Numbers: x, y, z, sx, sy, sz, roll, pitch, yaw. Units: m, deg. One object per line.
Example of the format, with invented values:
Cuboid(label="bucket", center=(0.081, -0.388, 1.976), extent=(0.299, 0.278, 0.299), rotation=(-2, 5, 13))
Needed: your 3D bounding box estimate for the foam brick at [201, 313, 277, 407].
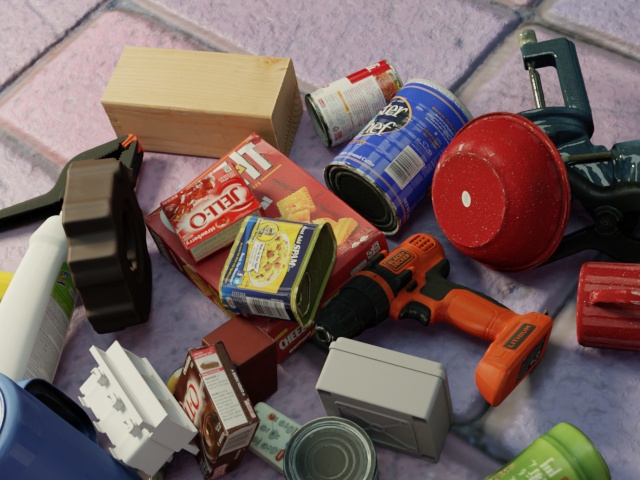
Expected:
Cuboid(label="foam brick", center=(-0.078, 0.120, 1.032), extent=(0.051, 0.078, 0.053), rotation=(-33, 54, -30))

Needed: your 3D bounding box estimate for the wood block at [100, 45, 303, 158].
Cuboid(label="wood block", center=(-0.135, -0.158, 1.239), extent=(0.206, 0.090, 0.090), rotation=(7, 57, 15))

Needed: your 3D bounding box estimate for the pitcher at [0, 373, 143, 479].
Cuboid(label="pitcher", center=(-0.249, 0.199, 0.915), extent=(0.149, 0.242, 0.145), rotation=(29, 69, 33))

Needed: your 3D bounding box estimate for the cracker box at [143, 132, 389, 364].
Cuboid(label="cracker box", center=(-0.057, 0.001, 1.122), extent=(0.164, 0.072, 0.214), rotation=(-40, 57, -16))

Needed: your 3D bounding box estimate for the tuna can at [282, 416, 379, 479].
Cuboid(label="tuna can", center=(0.009, 0.202, 0.955), extent=(0.086, 0.034, 0.086), rotation=(-3, 58, 4))

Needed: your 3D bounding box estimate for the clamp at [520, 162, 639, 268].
Cuboid(label="clamp", center=(0.270, -0.030, 1.025), extent=(0.172, 0.120, 0.039), rotation=(-1, 20, 19))

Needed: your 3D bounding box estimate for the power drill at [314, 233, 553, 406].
Cuboid(label="power drill", center=(0.111, 0.078, 1.018), extent=(0.188, 0.057, 0.184), rotation=(32, 46, 25))

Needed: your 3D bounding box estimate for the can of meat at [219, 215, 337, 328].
Cuboid(label="can of meat", center=(-0.041, 0.027, 1.020), extent=(0.084, 0.057, 0.102), rotation=(8, 57, 22))

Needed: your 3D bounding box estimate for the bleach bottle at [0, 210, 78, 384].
Cuboid(label="bleach bottle", center=(-0.288, 0.076, 1.092), extent=(0.068, 0.102, 0.250), rotation=(9, 59, 10))

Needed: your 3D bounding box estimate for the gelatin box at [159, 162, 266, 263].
Cuboid(label="gelatin box", center=(-0.109, -0.029, 1.093), extent=(0.089, 0.030, 0.073), rotation=(-30, 54, -7))

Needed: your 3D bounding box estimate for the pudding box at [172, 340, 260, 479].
Cuboid(label="pudding box", center=(-0.099, 0.159, 0.986), extent=(0.039, 0.114, 0.090), rotation=(-15, 62, -29))

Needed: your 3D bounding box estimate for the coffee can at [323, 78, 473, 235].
Cuboid(label="coffee can", center=(0.086, -0.089, 1.139), extent=(0.103, 0.103, 0.140), rotation=(32, 67, 28))

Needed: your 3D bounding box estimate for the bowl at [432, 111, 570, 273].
Cuboid(label="bowl", center=(0.161, -0.043, 1.037), extent=(0.055, 0.162, 0.162), rotation=(-11, 45, -40))

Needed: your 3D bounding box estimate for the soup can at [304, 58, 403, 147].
Cuboid(label="soup can", center=(0.041, -0.156, 1.216), extent=(0.102, 0.068, 0.068), rotation=(-25, 54, -6))

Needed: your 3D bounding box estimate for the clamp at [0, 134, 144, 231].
Cuboid(label="clamp", center=(-0.274, -0.035, 1.212), extent=(0.210, 0.036, 0.165), rotation=(-42, 59, -13))
